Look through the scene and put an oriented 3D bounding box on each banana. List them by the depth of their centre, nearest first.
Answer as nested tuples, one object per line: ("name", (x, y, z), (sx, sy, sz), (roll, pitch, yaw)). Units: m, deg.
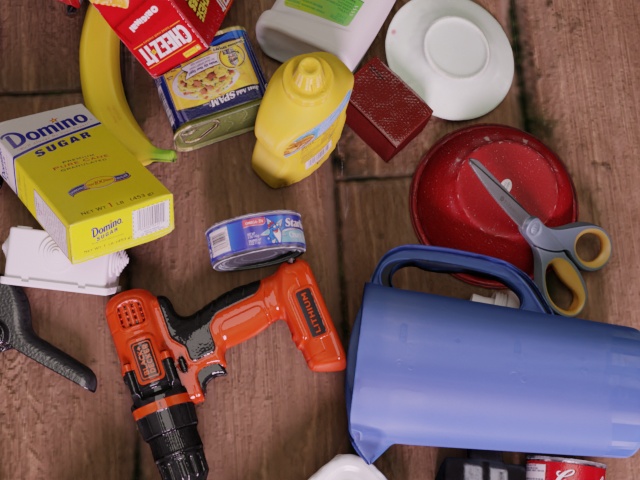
("banana", (-0.187, -0.144, 0.980), (0.070, 0.037, 0.198), (-23, 74, 7))

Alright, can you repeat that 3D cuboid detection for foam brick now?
("foam brick", (0.057, -0.121, 0.989), (0.053, 0.051, 0.078), (-43, 83, -13))

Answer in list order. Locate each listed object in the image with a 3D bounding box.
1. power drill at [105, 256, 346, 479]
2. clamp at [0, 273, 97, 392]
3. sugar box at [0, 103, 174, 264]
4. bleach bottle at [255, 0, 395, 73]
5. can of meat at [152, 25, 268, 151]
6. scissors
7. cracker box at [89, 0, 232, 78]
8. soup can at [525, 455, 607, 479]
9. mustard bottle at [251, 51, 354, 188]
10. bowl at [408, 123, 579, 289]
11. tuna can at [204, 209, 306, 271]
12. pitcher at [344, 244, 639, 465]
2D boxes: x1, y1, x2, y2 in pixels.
("power drill", (-0.076, 0.107, 0.921), (0.187, 0.057, 0.184), (-19, 79, -8))
("clamp", (-0.269, 0.086, 0.922), (0.120, 0.039, 0.171), (-19, 78, -10))
("sugar box", (-0.205, -0.053, 0.899), (0.093, 0.048, 0.176), (-20, 44, -30))
("bleach bottle", (0.038, -0.274, 1.018), (0.102, 0.068, 0.250), (23, 71, 10))
("can of meat", (-0.099, -0.140, 0.980), (0.102, 0.057, 0.084), (-20, 76, -9))
("scissors", (0.199, -0.018, 0.932), (0.096, 0.016, 0.201), (-39, 121, -16))
("cracker box", (-0.165, -0.269, 0.912), (0.072, 0.164, 0.213), (-24, 119, 28))
("soup can", (0.204, 0.237, 0.904), (0.068, 0.068, 0.102), (8, 76, -2))
("mustard bottle", (-0.015, -0.110, 0.908), (0.096, 0.192, 0.058), (-42, 83, -12))
("bowl", (0.165, -0.040, 0.975), (0.162, 0.055, 0.162), (1, 76, -4))
("tuna can", (-0.056, 0.001, 0.934), (0.086, 0.086, 0.034), (-10, 79, -7))
("pitcher", (0.143, 0.103, 0.886), (0.243, 0.145, 0.149), (6, 115, 2))
